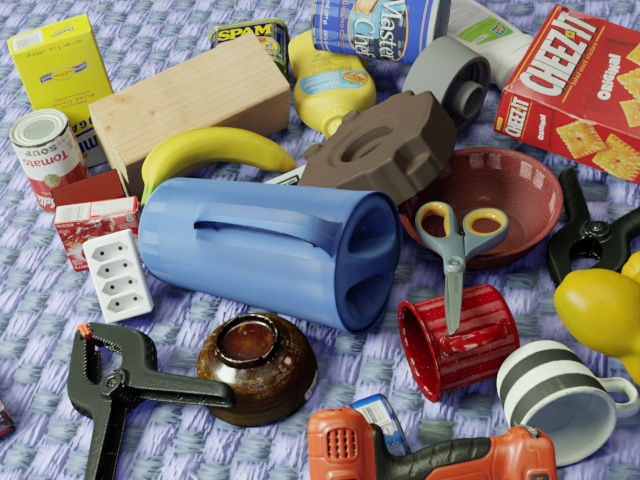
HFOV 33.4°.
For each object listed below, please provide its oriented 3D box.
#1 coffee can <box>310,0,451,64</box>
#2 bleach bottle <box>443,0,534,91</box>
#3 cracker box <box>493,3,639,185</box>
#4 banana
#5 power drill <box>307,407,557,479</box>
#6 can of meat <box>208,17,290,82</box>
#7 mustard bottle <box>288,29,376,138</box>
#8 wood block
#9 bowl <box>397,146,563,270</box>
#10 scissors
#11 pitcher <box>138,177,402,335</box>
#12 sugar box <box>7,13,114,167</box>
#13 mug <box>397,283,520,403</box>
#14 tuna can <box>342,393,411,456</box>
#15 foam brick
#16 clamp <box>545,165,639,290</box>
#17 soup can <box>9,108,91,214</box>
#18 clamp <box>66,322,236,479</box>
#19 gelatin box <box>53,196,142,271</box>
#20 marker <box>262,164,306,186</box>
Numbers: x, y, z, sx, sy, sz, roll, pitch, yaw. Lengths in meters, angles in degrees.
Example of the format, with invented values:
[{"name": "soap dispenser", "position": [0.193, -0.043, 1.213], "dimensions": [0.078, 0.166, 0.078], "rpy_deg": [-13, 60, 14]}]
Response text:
[{"name": "coffee can", "position": [0.070, -0.257, 1.217], "dimensions": [0.140, 0.103, 0.102], "rpy_deg": [11, 48, 13]}, {"name": "bleach bottle", "position": [0.174, -0.237, 1.278], "dimensions": [0.102, 0.068, 0.251], "rpy_deg": [-35, 51, -17]}, {"name": "cracker box", "position": [0.314, -0.150, 1.120], "dimensions": [0.214, 0.072, 0.164], "rpy_deg": [24, 53, 15]}, {"name": "banana", "position": [-0.116, -0.089, 1.149], "dimensions": [0.197, 0.069, 0.037], "rpy_deg": [-16, 11, -33]}, {"name": "power drill", "position": [0.084, 0.213, 0.798], "dimensions": [0.187, 0.057, 0.184], "rpy_deg": [-3, 87, -8]}, {"name": "can of meat", "position": [-0.089, -0.225, 1.328], "dimensions": [0.102, 0.057, 0.084], "rpy_deg": [-7, 46, 6]}, {"name": "mustard bottle", "position": [0.016, -0.177, 1.253], "dimensions": [0.096, 0.058, 0.191], "rpy_deg": [-6, 43, -1]}, {"name": "wood block", "position": [-0.145, -0.140, 1.211], "dimensions": [0.206, 0.091, 0.090], "rpy_deg": [-28, 69, -16]}, {"name": "bowl", "position": [0.160, -0.022, 1.063], "dimensions": [0.162, 0.055, 0.162], "rpy_deg": [-6, 44, 6]}, {"name": "scissors", "position": [0.137, 0.018, 0.949], "dimensions": [0.096, 0.016, 0.202], "rpy_deg": [-7, 32, -5]}, {"name": "pitcher", "position": [-0.057, 0.001, 1.019], "dimensions": [0.243, 0.149, 0.144], "rpy_deg": [9, 33, 29]}, {"name": "sugar box", "position": [-0.282, -0.163, 1.219], "dimensions": [0.093, 0.176, 0.048], "rpy_deg": [-18, 42, -6]}, {"name": "mug", "position": [0.124, 0.084, 0.926], "dimensions": [0.081, 0.117, 0.093], "rpy_deg": [-16, 84, -11]}, {"name": "tuna can", "position": [0.048, 0.169, 0.870], "dimensions": [0.033, 0.086, 0.086], "rpy_deg": [-19, 44, -10]}, {"name": "foam brick", "position": [-0.248, -0.035, 1.169], "dimensions": [0.078, 0.053, 0.051], "rpy_deg": [-19, 44, -8]}, {"name": "clamp", "position": [0.277, -0.004, 1.031], "dimensions": [0.120, 0.039, 0.171], "rpy_deg": [5, 51, 24]}, {"name": "soup can", "position": [-0.301, -0.089, 1.200], "dimensions": [0.068, 0.102, 0.068], "rpy_deg": [-6, 44, 6]}, {"name": "clamp", "position": [-0.185, 0.147, 0.970], "dimensions": [0.164, 0.036, 0.210], "rpy_deg": [-45, 43, -9]}, {"name": "gelatin box", "position": [-0.225, -0.006, 1.120], "dimensions": [0.089, 0.073, 0.030], "rpy_deg": [-7, 45, 4]}, {"name": "marker", "position": [-0.066, -0.052, 1.171], "dimensions": [0.121, 0.020, 0.020], "rpy_deg": [-23, 45, -11]}]
